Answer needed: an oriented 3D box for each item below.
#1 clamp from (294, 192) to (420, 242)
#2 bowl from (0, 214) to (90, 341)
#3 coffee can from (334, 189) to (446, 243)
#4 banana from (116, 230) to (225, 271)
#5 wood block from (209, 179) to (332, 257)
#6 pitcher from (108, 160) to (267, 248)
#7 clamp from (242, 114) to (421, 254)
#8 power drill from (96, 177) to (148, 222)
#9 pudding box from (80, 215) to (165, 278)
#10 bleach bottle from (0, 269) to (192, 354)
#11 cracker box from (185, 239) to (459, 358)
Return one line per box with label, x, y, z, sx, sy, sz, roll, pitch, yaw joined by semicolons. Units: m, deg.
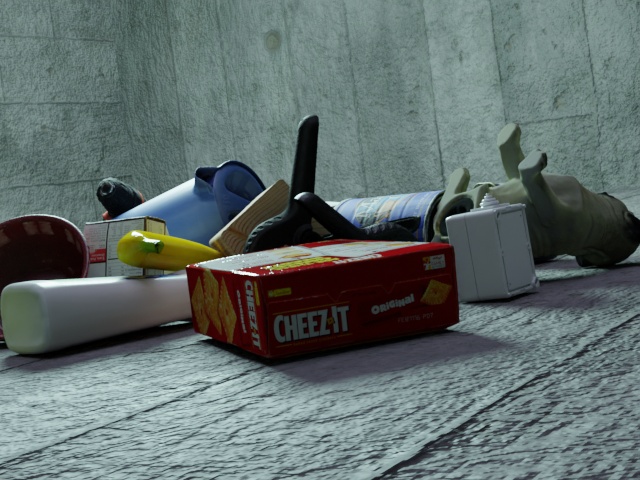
clamp;0.036;0.029;1.047;0.171;0.120;0.039;15;10;-25
bowl;-0.314;0.051;1.136;0.162;0.162;0.055;-7;-39;8
coffee can;0.089;-0.001;1.186;0.141;0.103;0.102;-4;4;41
banana;-0.158;0.015;1.089;0.070;0.037;0.197;17;1;15
wood block;-0.058;0.002;1.186;0.090;0.091;0.206;-43;5;-8
pitcher;-0.180;0.003;1.400;0.243;0.149;0.144;-20;-3;29
clamp;-0.004;0.003;1.067;0.164;0.210;0.036;36;-11;-15
power drill;-0.323;-0.003;1.514;0.187;0.057;0.184;-39;-19;-1
pudding box;-0.214;0.034;1.151;0.090;0.113;0.039;-5;-10;28
bleach bottle;-0.179;0.062;1.062;0.250;0.068;0.103;-6;0;-41
cracker box;-0.006;0.044;0.893;0.164;0.072;0.214;-9;5;-21
